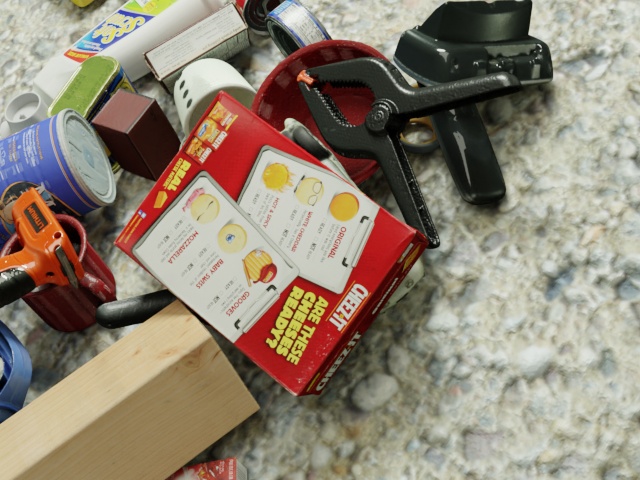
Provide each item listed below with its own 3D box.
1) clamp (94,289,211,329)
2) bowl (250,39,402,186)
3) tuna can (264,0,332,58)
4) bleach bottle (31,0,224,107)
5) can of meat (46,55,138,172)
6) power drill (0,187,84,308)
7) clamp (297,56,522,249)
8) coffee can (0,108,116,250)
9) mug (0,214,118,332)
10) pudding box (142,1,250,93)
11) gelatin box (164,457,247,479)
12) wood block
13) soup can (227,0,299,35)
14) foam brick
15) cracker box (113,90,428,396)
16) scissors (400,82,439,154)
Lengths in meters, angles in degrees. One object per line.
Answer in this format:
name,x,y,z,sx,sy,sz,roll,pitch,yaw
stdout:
clamp,-0.113,0.038,0.985,0.171,0.039,0.120,4,46,0
bowl,0.013,-0.110,1.033,0.162,0.055,0.162,-7,71,21
tuna can,-0.019,-0.209,1.112,0.033,0.086,0.086,-40,52,-8
bleach bottle,-0.228,-0.211,1.207,0.250,0.068,0.103,-37,43,-5
can of meat,-0.236,-0.135,1.142,0.058,0.084,0.102,14,62,28
power drill,-0.318,0.028,0.947,0.187,0.057,0.185,-31,47,-15
clamp,0.069,-0.113,0.952,0.210,0.036,0.165,40,103,29
coffee can,-0.290,-0.057,1.060,0.140,0.102,0.103,-22,51,9
mug,-0.239,0.038,1.020,0.117,0.081,0.093,17,63,30
pudding box,-0.131,-0.206,1.150,0.113,0.090,0.039,-33,89,-2
gelatin box,-0.097,0.226,0.864,0.073,0.030,0.089,-14,52,13
wood block,-0.168,0.153,0.884,0.206,0.090,0.090,-36,28,-11
soup can,-0.075,-0.286,1.201,0.068,0.068,0.102,-31,50,-3
foam brick,-0.190,-0.110,1.111,0.051,0.078,0.053,18,62,31
cracker box,-0.043,0.003,0.898,0.214,0.072,0.164,37,95,19
scissors,0.048,-0.125,1.071,0.202,0.016,0.096,-2,56,20
